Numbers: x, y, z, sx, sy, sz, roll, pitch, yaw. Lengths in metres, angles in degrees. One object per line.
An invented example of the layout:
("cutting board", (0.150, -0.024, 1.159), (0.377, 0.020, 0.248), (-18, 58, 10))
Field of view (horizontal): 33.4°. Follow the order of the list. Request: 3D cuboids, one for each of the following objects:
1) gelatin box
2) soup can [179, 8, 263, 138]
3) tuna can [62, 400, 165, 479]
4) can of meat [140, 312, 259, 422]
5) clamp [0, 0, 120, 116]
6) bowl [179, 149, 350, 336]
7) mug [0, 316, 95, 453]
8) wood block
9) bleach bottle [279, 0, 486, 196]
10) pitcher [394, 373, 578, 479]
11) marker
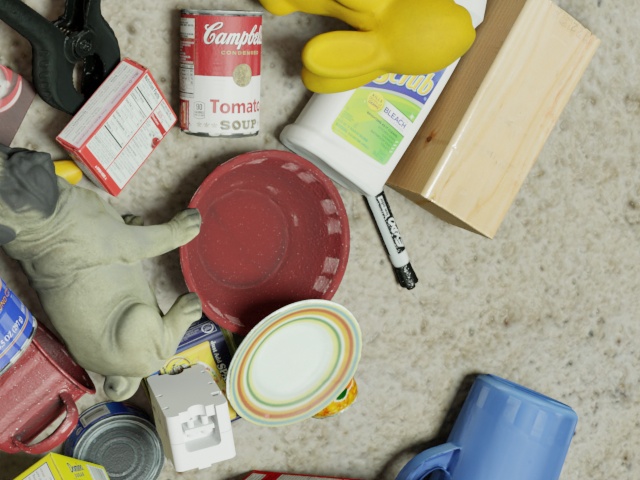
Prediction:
("gelatin box", (-0.161, -0.091, 0.855), (0.089, 0.030, 0.073), (-54, 154, -15))
("soup can", (-0.083, -0.139, 0.884), (0.068, 0.069, 0.102), (-3, 104, -24))
("tuna can", (-0.180, 0.186, 0.934), (0.086, 0.034, 0.086), (-5, 104, -23))
("can of meat", (-0.111, 0.122, 0.938), (0.083, 0.057, 0.102), (-23, 110, -15))
("clamp", (-0.198, -0.153, 0.804), (0.120, 0.039, 0.171), (-32, 138, -34))
("bowl", (-0.056, 0.001, 0.928), (0.161, 0.055, 0.162), (-3, 96, -28))
("mug", (-0.235, 0.123, 0.853), (0.081, 0.117, 0.093), (-42, 146, -5))
("wood block", (0.154, -0.118, 0.982), (0.090, 0.091, 0.206), (30, 89, -26))
("bleach bottle", (0.071, -0.168, 0.951), (0.102, 0.068, 0.251), (34, 85, -26))
("pitcher", (0.153, 0.257, 1.050), (0.243, 0.145, 0.149), (-68, 156, -1))
("marker", (0.066, -0.006, 1.007), (0.020, 0.020, 0.121), (-29, 112, -16))
